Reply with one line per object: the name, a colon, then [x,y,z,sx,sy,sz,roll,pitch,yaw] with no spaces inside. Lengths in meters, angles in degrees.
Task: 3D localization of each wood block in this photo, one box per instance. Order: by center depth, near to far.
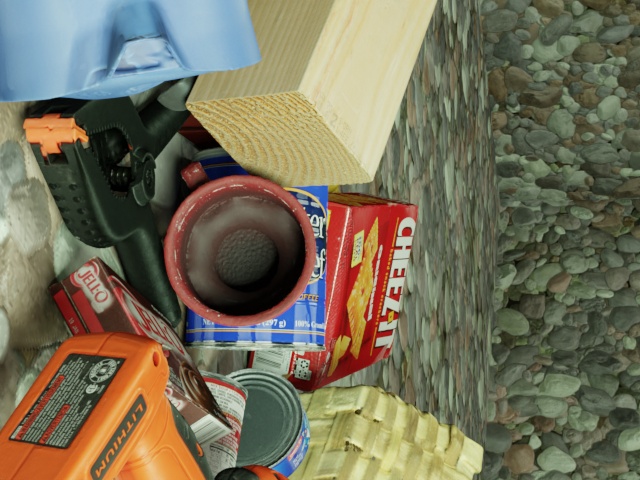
wood block: [0.008,-0.143,0.680,0.090,0.091,0.206,47,53,-42]

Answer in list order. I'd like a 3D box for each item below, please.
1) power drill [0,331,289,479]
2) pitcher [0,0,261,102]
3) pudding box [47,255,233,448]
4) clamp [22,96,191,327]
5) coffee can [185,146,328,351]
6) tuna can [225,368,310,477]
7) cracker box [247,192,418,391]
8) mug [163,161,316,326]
power drill: [-0.085,0.149,0.498,0.184,0.057,0.187,-64,142,-38]
pitcher: [-0.114,-0.191,0.510,0.144,0.149,0.243,-28,114,-57]
pudding box: [-0.100,0.070,0.608,0.090,0.039,0.113,56,-3,27]
clamp: [-0.117,-0.027,0.635,0.210,0.036,0.164,21,69,-79]
coffee can: [-0.045,0.009,0.781,0.102,0.103,0.140,27,63,-74]
tuna can: [-0.051,0.140,0.786,0.033,0.086,0.086,71,23,-53]
cracker box: [0.019,0.040,0.987,0.213,0.072,0.164,-5,108,-68]
mug: [-0.055,0.001,0.687,0.117,0.093,0.081,55,-2,7]
